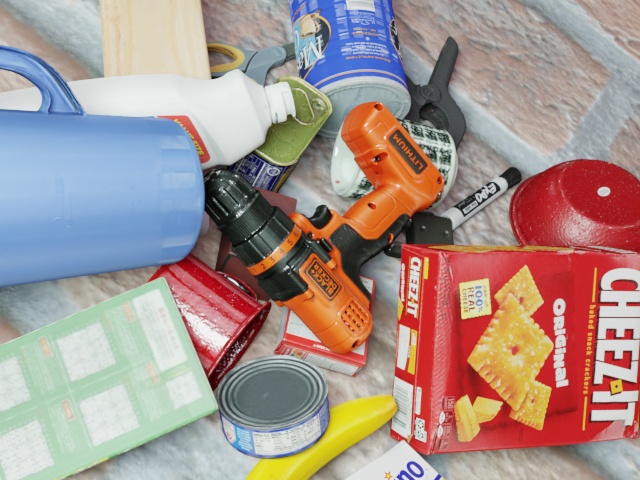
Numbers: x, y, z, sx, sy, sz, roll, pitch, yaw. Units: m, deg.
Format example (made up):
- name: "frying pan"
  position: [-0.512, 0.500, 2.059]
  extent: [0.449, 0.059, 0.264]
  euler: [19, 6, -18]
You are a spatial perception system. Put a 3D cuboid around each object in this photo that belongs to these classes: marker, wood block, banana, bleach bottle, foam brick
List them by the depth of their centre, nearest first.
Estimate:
- name: "banana"
  position: [-0.013, 0.175, 0.806]
  extent: [0.070, 0.037, 0.197]
  euler: [15, 37, 26]
- name: "bleach bottle"
  position: [-0.146, -0.091, 0.843]
  extent: [0.250, 0.102, 0.068]
  euler: [-13, 38, -5]
- name: "foam brick"
  position: [-0.056, 0.001, 0.907]
  extent: [0.053, 0.051, 0.078]
  euler: [17, 52, -12]
- name: "wood block"
  position: [-0.151, -0.183, 0.954]
  extent: [0.090, 0.091, 0.206]
  euler: [-4, 59, -10]
- name: "marker"
  position: [0.161, -0.043, 1.057]
  extent: [0.120, 0.020, 0.020]
  euler: [-33, 75, -37]

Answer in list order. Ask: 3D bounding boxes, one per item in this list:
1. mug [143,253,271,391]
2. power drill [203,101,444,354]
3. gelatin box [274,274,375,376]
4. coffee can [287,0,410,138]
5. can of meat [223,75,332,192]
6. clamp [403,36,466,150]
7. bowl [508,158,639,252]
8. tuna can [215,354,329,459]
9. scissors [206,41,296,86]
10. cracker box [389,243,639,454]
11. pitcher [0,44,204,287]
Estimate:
- name: "mug"
  position: [-0.092, 0.057, 0.833]
  extent: [0.081, 0.093, 0.117]
  euler: [36, 36, 7]
- name: "power drill"
  position: [0.007, -0.029, 0.874]
  extent: [0.184, 0.057, 0.187]
  euler: [49, 59, -17]
- name: "gelatin box"
  position: [0.005, 0.064, 0.906]
  extent: [0.073, 0.030, 0.089]
  euler: [18, 54, -11]
- name: "coffee can"
  position: [0.026, -0.183, 1.026]
  extent: [0.102, 0.103, 0.140]
  euler: [3, 64, -23]
- name: "can of meat"
  position: [-0.043, -0.084, 0.950]
  extent: [0.057, 0.084, 0.102]
  euler: [33, 51, 0]
- name: "clamp"
  position: [0.093, -0.146, 1.085]
  extent: [0.120, 0.039, 0.171]
  euler: [2, 57, -11]
- name: "bowl"
  position: [0.271, -0.029, 1.052]
  extent: [0.162, 0.055, 0.162]
  euler: [6, 49, -7]
- name: "tuna can"
  position: [-0.035, 0.127, 0.817]
  extent: [0.086, 0.034, 0.086]
  euler: [-4, 32, 2]
- name: "scissors"
  position: [-0.044, -0.165, 1.050]
  extent: [0.201, 0.016, 0.096]
  euler: [-9, 64, -29]
- name: "cracker box"
  position: [0.169, 0.086, 0.887]
  extent: [0.213, 0.072, 0.164]
  euler: [1, 96, -24]
- name: "pitcher"
  position: [-0.206, -0.040, 0.725]
  extent: [0.242, 0.149, 0.145]
  euler: [-5, 55, -33]
